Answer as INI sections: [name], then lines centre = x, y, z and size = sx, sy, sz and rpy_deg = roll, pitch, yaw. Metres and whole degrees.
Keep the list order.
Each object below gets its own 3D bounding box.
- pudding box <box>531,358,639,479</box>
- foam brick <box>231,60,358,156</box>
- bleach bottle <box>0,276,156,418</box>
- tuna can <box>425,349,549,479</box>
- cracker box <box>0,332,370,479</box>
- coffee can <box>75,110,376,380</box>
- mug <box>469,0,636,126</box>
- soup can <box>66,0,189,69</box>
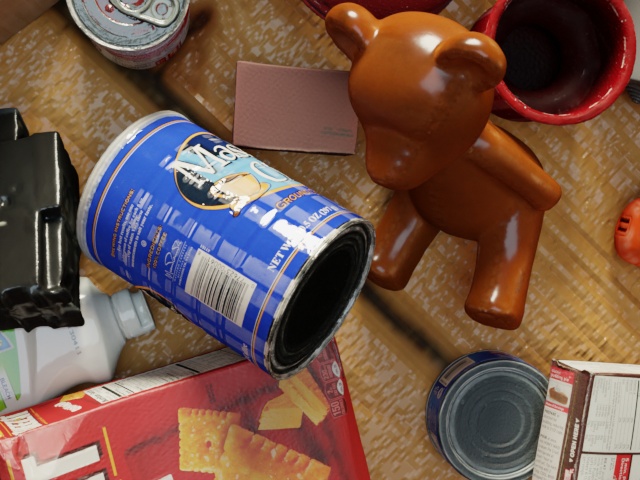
[pudding box]
centre = 0.193, 0.126, 0.689
size = 0.113, 0.039, 0.090
rpy_deg = 8, 91, -34
[foam brick]
centre = -0.016, -0.081, 0.667
size = 0.078, 0.051, 0.053
rpy_deg = 5, 94, -7
[bleach bottle]
centre = -0.220, 0.094, 0.649
size = 0.250, 0.068, 0.102
rpy_deg = -21, 94, -7
[tuna can]
centre = 0.114, 0.117, 0.701
size = 0.086, 0.034, 0.086
rpy_deg = 0, 93, -6
[cracker box]
centre = -0.075, 0.158, 0.635
size = 0.213, 0.072, 0.164
rpy_deg = -15, 95, -24
[coffee can]
centre = -0.054, 0.001, 0.615
size = 0.140, 0.102, 0.103
rpy_deg = 30, 89, 21
[mug]
centre = 0.133, -0.127, 0.665
size = 0.093, 0.081, 0.117
rpy_deg = -21, 96, -5
[soup can]
centre = -0.110, -0.139, 0.627
size = 0.068, 0.102, 0.068
rpy_deg = 0, 93, -7
